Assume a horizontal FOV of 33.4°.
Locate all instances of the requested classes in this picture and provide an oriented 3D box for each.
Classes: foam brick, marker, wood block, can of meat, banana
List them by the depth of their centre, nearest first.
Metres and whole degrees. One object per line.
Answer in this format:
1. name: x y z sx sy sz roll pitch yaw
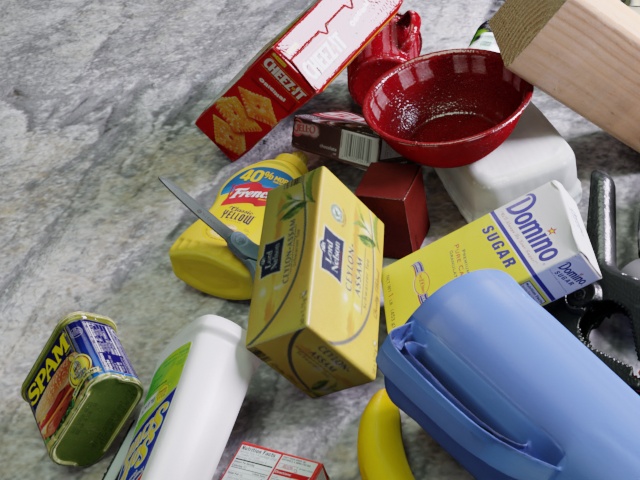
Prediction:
1. banana: 0.068 0.184 0.787 0.069 0.037 0.198 -11 37 -25
2. marker: -0.164 0.186 0.866 0.020 0.020 0.121 3 42 21
3. can of meat: -0.199 0.126 0.892 0.102 0.057 0.084 -57 43 17
4. wood block: 0.270 -0.167 1.002 0.090 0.205 0.091 -50 27 29
5. foam brick: 0.068 -0.028 1.004 0.051 0.078 0.053 8 44 23

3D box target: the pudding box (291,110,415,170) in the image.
1. pudding box: 0.040 -0.106 1.109 0.114 0.039 0.089 22 23 34

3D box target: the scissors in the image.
1. scissors: -0.056 0.001 0.984 0.096 0.016 0.202 -26 70 -37

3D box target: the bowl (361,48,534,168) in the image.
1. bowl: 0.123 -0.117 1.013 0.162 0.055 0.162 -9 39 7

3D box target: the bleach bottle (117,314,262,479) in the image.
1. bleach bottle: -0.116 0.178 0.805 0.103 0.068 0.250 -41 22 39

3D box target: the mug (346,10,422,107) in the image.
1. mug: 0.077 -0.204 1.190 0.093 0.117 0.081 24 40 -22

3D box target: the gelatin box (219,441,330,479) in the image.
1. gelatin box: -0.044 0.200 0.804 0.073 0.030 0.089 8 45 27

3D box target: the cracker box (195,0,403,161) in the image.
1. cracker box: -0.026 -0.186 1.130 0.164 0.072 0.214 -51 12 -29

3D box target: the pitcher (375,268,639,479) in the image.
1. pitcher: 0.155 0.135 0.737 0.149 0.145 0.243 -30 44 -17

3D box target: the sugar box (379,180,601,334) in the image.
1. sugar box: 0.136 0.027 0.889 0.176 0.048 0.093 -31 38 22

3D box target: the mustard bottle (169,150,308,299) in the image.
1. mustard bottle: -0.062 -0.026 1.057 0.096 0.058 0.191 14 46 24
